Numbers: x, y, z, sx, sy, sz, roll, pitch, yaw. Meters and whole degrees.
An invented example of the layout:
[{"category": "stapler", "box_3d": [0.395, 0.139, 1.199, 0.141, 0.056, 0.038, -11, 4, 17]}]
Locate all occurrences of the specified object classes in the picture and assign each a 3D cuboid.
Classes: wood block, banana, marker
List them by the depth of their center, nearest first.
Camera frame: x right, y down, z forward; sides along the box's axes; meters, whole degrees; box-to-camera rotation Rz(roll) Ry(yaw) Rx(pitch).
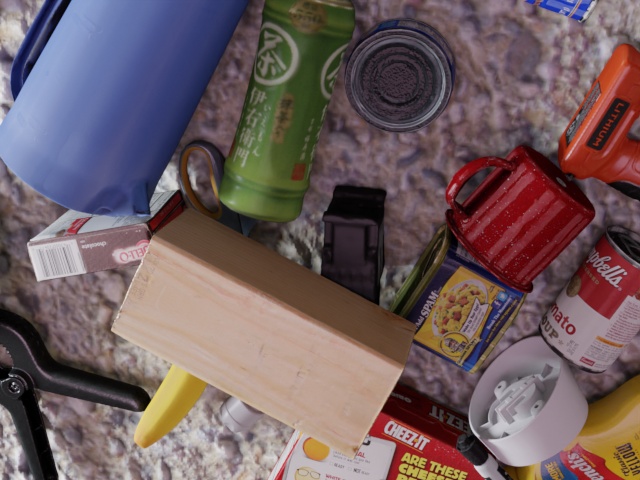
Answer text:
[{"category": "wood block", "box_3d": [-0.041, 0.068, 0.823, 0.206, 0.090, 0.090, 27, 108, 3]}, {"category": "marker", "box_3d": [0.152, 0.202, 0.893, 0.020, 0.020, 0.121, -31, 115, 21]}, {"category": "banana", "box_3d": [-0.119, 0.101, 0.951, 0.037, 0.069, 0.198, 45, 128, 39]}]

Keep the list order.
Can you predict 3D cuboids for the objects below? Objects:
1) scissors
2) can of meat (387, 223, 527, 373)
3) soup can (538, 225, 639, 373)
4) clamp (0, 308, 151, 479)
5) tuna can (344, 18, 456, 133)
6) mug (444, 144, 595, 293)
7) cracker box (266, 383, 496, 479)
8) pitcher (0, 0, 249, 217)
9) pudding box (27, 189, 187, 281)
[{"category": "scissors", "box_3d": [-0.056, 0.001, 0.920, 0.096, 0.016, 0.201, -18, 109, 18]}, {"category": "can of meat", "box_3d": [0.114, 0.050, 0.887, 0.084, 0.057, 0.102, 28, 116, -5]}, {"category": "soup can", "box_3d": [0.230, 0.048, 0.856, 0.068, 0.068, 0.102, 29, 116, -2]}, {"category": "clamp", "box_3d": [-0.283, 0.140, 1.013, 0.210, 0.036, 0.165, 39, 114, -4]}, {"category": "tuna can", "box_3d": [0.062, -0.127, 0.832, 0.086, 0.033, 0.086, 4, 114, 9]}, {"category": "mug", "box_3d": [0.149, -0.025, 0.825, 0.117, 0.093, 0.082, 32, 112, -26]}, {"category": "cracker box", "box_3d": [0.038, 0.231, 0.971, 0.164, 0.072, 0.214, 26, 114, -3]}, {"category": "pitcher", "box_3d": [-0.147, -0.152, 0.820, 0.149, 0.145, 0.243, 27, 112, -15]}, {"category": "pudding box", "box_3d": [-0.176, -0.005, 0.900, 0.114, 0.090, 0.039, -7, 109, 15]}]
